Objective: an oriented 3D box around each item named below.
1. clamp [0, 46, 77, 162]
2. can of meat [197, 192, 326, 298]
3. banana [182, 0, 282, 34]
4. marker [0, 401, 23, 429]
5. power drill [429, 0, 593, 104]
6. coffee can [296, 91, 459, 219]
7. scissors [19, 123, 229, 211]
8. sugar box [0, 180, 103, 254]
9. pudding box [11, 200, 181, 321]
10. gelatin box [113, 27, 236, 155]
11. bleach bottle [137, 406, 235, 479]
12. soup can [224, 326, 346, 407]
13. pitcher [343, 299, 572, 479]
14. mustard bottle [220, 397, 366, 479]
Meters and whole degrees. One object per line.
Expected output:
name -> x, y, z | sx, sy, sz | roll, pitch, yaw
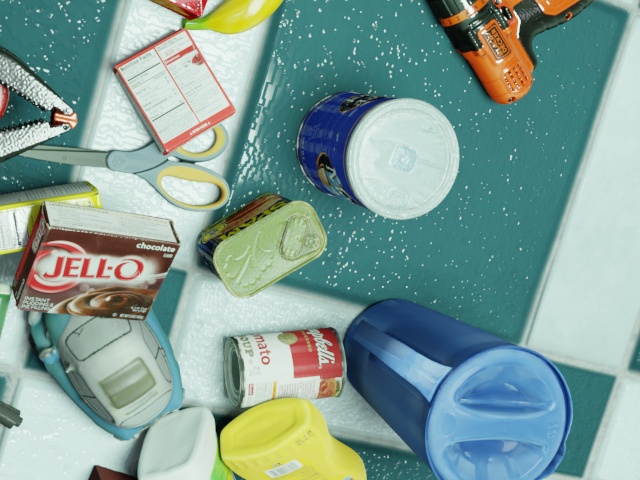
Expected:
clamp -> -0.293, -0.098, 0.803 | 0.209, 0.036, 0.164 | 15, 95, -22
can of meat -> -0.056, 0.001, 0.969 | 0.102, 0.084, 0.057 | -31, 108, -12
banana -> -0.047, -0.259, 0.949 | 0.069, 0.037, 0.198 | 29, 90, -22
marker -> -0.315, 0.131, 0.938 | 0.121, 0.020, 0.020 | 36, 87, -21
power drill -> 0.195, -0.253, 1.025 | 0.187, 0.057, 0.184 | -38, 113, -6
coffee can -> 0.048, -0.080, 0.959 | 0.102, 0.140, 0.103 | -4, 101, -19
scissors -> -0.167, -0.087, 0.951 | 0.201, 0.016, 0.096 | 22, 91, -21
sugar box -> -0.272, -0.013, 0.886 | 0.176, 0.093, 0.048 | -13, 102, -16
pudding box -> -0.181, 0.018, 0.860 | 0.113, 0.039, 0.090 | 6, 130, -31
gelatin box -> -0.129, -0.131, 0.939 | 0.073, 0.030, 0.089 | -32, 95, -13
bleach bottle -> -0.092, 0.286, 1.012 | 0.068, 0.102, 0.251 | -17, 116, 11
soup can -> -0.035, 0.119, 1.007 | 0.102, 0.069, 0.068 | -3, 101, -18
pitcher -> 0.101, 0.124, 0.960 | 0.144, 0.243, 0.149 | -14, 104, -17
mustard bottle -> -0.010, 0.223, 1.020 | 0.096, 0.058, 0.191 | -24, 134, 13
